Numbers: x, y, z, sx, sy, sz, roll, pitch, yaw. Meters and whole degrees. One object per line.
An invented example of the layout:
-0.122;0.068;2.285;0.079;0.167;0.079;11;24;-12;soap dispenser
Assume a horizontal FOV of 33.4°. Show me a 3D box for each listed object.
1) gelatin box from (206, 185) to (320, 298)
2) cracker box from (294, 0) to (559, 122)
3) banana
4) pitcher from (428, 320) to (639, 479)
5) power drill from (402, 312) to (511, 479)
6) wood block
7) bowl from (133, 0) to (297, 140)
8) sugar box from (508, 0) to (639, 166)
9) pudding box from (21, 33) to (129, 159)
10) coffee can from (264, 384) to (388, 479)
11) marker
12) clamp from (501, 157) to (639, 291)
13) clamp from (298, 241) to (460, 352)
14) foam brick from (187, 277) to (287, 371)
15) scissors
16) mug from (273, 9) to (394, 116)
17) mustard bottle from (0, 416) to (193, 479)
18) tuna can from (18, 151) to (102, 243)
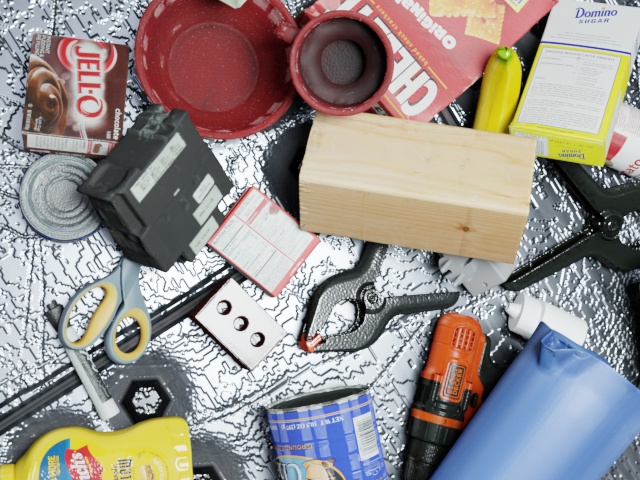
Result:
-0.057;0.001;1.039;0.089;0.030;0.073;39;81;-8;gelatin box
0.105;-0.227;1.068;0.213;0.072;0.164;-43;96;-11;cracker box
0.166;-0.114;1.057;0.037;0.198;0.069;25;40;24;banana
0.192;0.210;0.987;0.149;0.145;0.243;38;90;2;pitcher
0.182;0.180;1.068;0.187;0.057;0.184;15;87;-12;power drill
0.089;-0.051;1.002;0.206;0.091;0.090;10;58;6;wood block
-0.099;-0.173;1.027;0.162;0.055;0.162;1;86;-13;bowl
0.256;-0.159;1.056;0.093;0.048;0.176;13;59;21;sugar box
-0.226;-0.133;0.988;0.090;0.039;0.113;5;66;-12;pudding box
0.011;0.216;1.003;0.102;0.103;0.140;-11;89;-13;coffee can
-0.224;0.112;0.999;0.020;0.020;0.121;-28;93;-13;marker
0.288;-0.009;1.110;0.209;0.036;0.164;14;99;-17;clamp
0.045;0.046;1.056;0.171;0.039;0.120;-28;86;-20;clamp
-0.080;0.079;1.017;0.078;0.051;0.053;44;78;-7;foam brick
-0.168;0.032;1.017;0.096;0.016;0.201;47;67;-22;scissors
0.010;-0.169;0.976;0.117;0.081;0.093;25;102;-2;mug
-0.214;0.217;0.975;0.191;0.058;0.096;-4;86;-13;mustard bottle
-0.238;-0.041;0.998;0.086;0.034;0.086;1;86;-13;tuna can
